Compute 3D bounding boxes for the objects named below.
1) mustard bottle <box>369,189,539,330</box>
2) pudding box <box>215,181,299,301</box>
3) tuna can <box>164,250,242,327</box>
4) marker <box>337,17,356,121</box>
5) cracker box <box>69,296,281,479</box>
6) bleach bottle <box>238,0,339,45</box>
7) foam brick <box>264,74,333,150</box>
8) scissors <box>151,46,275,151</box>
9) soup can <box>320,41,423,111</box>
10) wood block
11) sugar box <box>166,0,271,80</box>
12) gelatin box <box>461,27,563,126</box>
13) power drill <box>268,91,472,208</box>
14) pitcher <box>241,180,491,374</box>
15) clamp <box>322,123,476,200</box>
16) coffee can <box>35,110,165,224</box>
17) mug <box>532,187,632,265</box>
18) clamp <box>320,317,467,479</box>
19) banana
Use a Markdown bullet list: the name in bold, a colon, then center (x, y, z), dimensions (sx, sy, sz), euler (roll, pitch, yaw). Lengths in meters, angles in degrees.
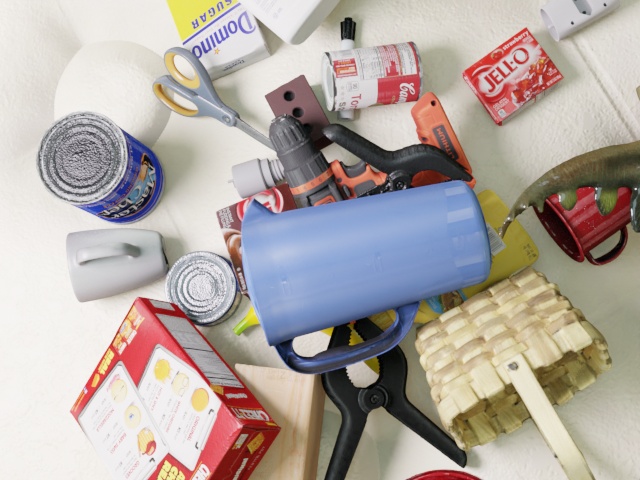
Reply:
- **mustard bottle**: center (0.135, 0.036, 1.164), dimensions (0.191, 0.058, 0.096), euler (-37, 85, 2)
- **pudding box**: center (-0.058, 0.002, 1.196), dimensions (0.090, 0.039, 0.113), euler (-23, 65, 5)
- **tuna can**: center (-0.133, 0.055, 1.214), dimensions (0.086, 0.033, 0.086), euler (-1, 82, 8)
- **marker**: center (0.030, -0.198, 1.231), dimensions (0.020, 0.020, 0.121), euler (0, 83, 8)
- **cracker box**: center (-0.158, 0.188, 1.122), dimensions (0.214, 0.072, 0.164), euler (44, 109, 36)
- **bleach bottle**: center (-0.089, -0.336, 1.198), dimensions (0.251, 0.068, 0.103), euler (44, 106, 8)
- **foam brick**: center (-0.022, -0.140, 1.215), dimensions (0.053, 0.051, 0.078), euler (-29, 79, 3)
- **scissors**: center (-0.109, -0.158, 1.209), dimensions (0.202, 0.096, 0.016), euler (23, 45, 23)
- **soup can**: center (0.056, -0.183, 1.187), dimensions (0.102, 0.068, 0.068), euler (-8, 81, -9)
- **wood block**: center (-0.053, 0.241, 1.149), dimensions (0.090, 0.090, 0.206), euler (6, 84, 10)
- **sugar box**: center (-0.132, -0.283, 1.253), dimensions (0.093, 0.048, 0.176), euler (-23, 79, 4)
- **gelatin box**: center (0.215, -0.183, 1.196), dimensions (0.089, 0.030, 0.073), euler (-34, 79, 2)
- **power drill**: center (0.056, -0.087, 1.168), dimensions (0.187, 0.057, 0.184), euler (-28, 106, 4)
- **pitcher**: center (0.046, 0.027, 1.082), dimensions (0.243, 0.149, 0.145), euler (-13, 51, -2)
- **clamp**: center (0.075, -0.056, 1.128), dimensions (0.171, 0.039, 0.120), euler (9, 123, -8)
- **coffee can**: center (-0.243, -0.078, 1.194), dimensions (0.103, 0.140, 0.103), euler (-1, 82, 8)
- **mug**: center (0.290, -0.027, 1.141), dimensions (0.081, 0.093, 0.117), euler (-34, 107, -2)
- **clamp**: center (0.047, 0.176, 1.137), dimensions (0.164, 0.036, 0.210), euler (-22, 90, -11)
- **banana**: center (0.003, 0.098, 1.190), dimensions (0.198, 0.037, 0.070), euler (16, 106, 12)
